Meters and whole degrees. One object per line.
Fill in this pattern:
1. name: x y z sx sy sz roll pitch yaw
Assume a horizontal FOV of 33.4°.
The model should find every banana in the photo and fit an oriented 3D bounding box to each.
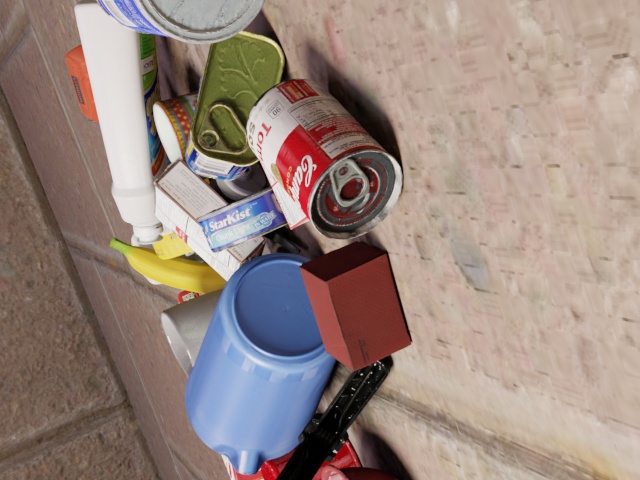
1. banana: -0.153 0.038 1.229 0.198 0.037 0.069 12 171 30

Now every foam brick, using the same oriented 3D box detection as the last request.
1. foam brick: 0.025 0.048 0.793 0.051 0.053 0.078 29 139 63

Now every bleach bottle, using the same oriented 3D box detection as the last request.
1. bleach bottle: -0.190 -0.121 1.081 0.102 0.068 0.251 -77 -18 -69

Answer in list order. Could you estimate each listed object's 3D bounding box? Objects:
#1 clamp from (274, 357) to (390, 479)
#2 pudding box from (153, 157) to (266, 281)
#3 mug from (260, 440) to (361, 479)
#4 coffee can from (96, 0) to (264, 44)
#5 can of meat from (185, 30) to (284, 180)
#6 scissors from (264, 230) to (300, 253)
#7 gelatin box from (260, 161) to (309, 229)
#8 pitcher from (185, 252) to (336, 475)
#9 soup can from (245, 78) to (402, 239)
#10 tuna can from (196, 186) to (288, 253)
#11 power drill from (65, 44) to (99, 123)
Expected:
1. clamp: 0.008 0.163 0.926 0.036 0.164 0.210 37 180 6
2. pudding box: -0.103 -0.014 0.987 0.113 0.039 0.090 41 161 5
3. mug: -0.015 0.230 1.087 0.117 0.081 0.093 59 161 22
4. coffee can: -0.108 -0.201 0.790 0.140 0.102 0.103 29 139 63
5. can of meat: -0.070 -0.101 0.827 0.084 0.057 0.102 151 131 -75
6. scissors: -0.057 0.001 1.036 0.202 0.016 0.096 44 153 51
7. gelatin box: -0.016 -0.053 0.825 0.073 0.030 0.089 65 163 2
8. pitcher: -0.049 0.098 0.977 0.149 0.144 0.243 49 155 14
9. soup can: 0.000 -0.057 0.714 0.102 0.068 0.068 51 157 43
10. tuna can: -0.059 -0.020 0.900 0.034 0.086 0.086 67 163 -5
11. power drill: -0.257 -0.177 1.326 0.188 0.057 0.184 48 154 46
